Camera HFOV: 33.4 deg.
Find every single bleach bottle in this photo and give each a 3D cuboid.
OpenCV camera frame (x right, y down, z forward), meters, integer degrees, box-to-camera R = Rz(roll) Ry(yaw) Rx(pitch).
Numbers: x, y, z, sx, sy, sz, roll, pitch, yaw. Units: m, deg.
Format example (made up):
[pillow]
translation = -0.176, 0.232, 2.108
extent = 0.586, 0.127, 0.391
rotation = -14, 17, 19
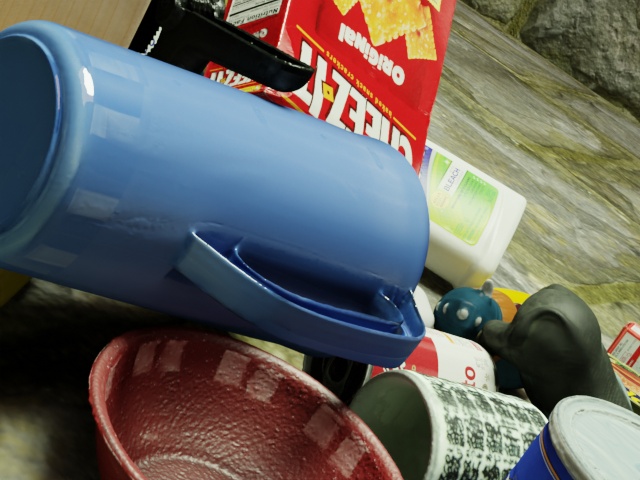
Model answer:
[bleach bottle]
translation = 0.046, -0.057, 0.913
extent = 0.251, 0.068, 0.102
rotation = 31, 60, 0

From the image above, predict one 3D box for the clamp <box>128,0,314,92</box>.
[clamp]
translation = -0.073, -0.147, 0.624
extent = 0.036, 0.164, 0.210
rotation = 10, -12, -38

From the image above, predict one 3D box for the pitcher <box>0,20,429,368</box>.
[pitcher]
translation = -0.057, -0.014, 0.532
extent = 0.149, 0.145, 0.242
rotation = -8, -16, 38

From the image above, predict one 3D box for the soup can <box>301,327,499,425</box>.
[soup can]
translation = 0.049, 0.083, 0.646
extent = 0.102, 0.069, 0.068
rotation = 18, 24, -32

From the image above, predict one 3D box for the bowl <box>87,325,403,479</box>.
[bowl]
translation = -0.040, 0.109, 0.482
extent = 0.162, 0.055, 0.162
rotation = 27, 21, -11

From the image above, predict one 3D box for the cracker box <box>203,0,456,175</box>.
[cracker box]
translation = 0.015, -0.140, 0.746
extent = 0.164, 0.072, 0.213
rotation = 37, 56, -40
